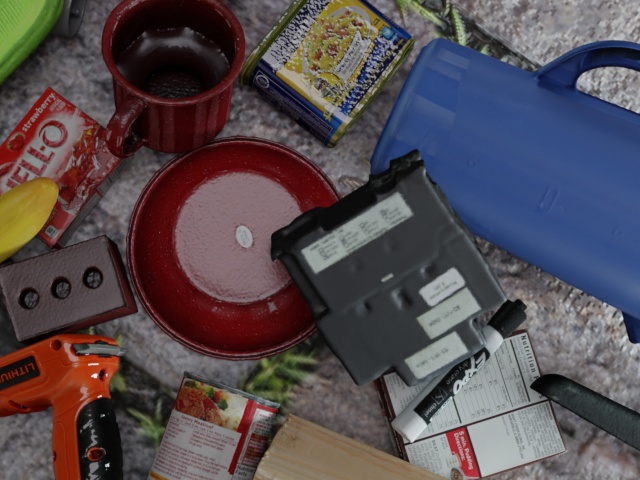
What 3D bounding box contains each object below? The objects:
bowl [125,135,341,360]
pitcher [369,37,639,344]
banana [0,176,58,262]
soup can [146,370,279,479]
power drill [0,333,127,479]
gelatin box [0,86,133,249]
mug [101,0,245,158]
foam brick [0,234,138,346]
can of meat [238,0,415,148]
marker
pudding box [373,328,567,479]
[{"bbox_3d":[-0.055,0.001,0.732,0.162,0.055,0.162,1,82,-4],"label":"bowl"},{"bbox_3d":[0.165,-0.050,0.715,0.243,0.145,0.149,25,69,3],"label":"pitcher"},{"bbox_3d":[-0.262,0.003,0.711,0.198,0.069,0.037,-9,48,4],"label":"banana"},{"bbox_3d":[-0.075,0.145,0.703,0.068,0.068,0.102,19,81,-1],"label":"soup can"},{"bbox_3d":[-0.173,0.165,0.679,0.185,0.057,0.188,-22,74,23],"label":"power drill"},{"bbox_3d":[-0.186,-0.049,0.744,0.073,0.030,0.089,37,81,2],"label":"gelatin box"},{"bbox_3d":[-0.105,-0.102,0.719,0.093,0.081,0.117,29,66,5],"label":"mug"},{"bbox_3d":[-0.170,0.034,0.719,0.078,0.051,0.053,-19,83,-3],"label":"foam brick"},{"bbox_3d":[0.006,-0.128,0.754,0.084,0.057,0.102,38,82,0],"label":"can of meat"},{"bbox_3d":[0.094,0.084,0.708,0.020,0.020,0.121,44,79,3],"label":"marker"},{"bbox_3d":[0.101,0.118,0.733,0.113,0.039,0.090,-16,82,-8],"label":"pudding box"}]
